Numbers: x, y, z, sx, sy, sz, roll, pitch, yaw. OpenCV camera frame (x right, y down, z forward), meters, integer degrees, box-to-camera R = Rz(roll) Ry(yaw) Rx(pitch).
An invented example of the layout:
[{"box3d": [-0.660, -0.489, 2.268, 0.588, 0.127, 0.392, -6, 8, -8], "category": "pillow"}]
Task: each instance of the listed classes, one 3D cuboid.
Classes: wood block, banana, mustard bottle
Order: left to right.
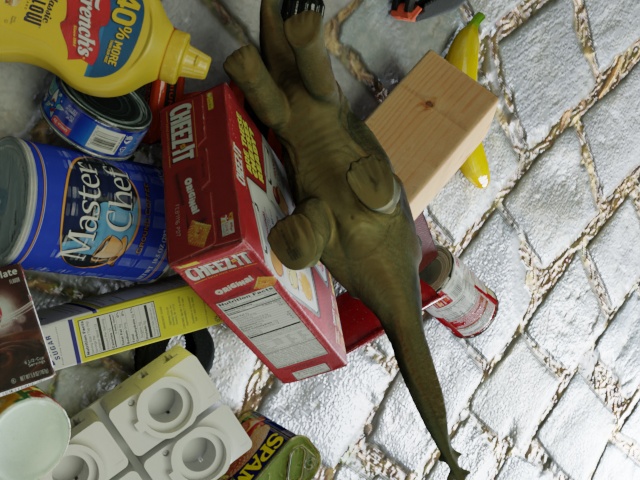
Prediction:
[{"box3d": [-0.176, -0.161, 0.805, 0.191, 0.058, 0.096, 19, 85, -6], "category": "mustard bottle"}, {"box3d": [0.076, -0.076, 1.061, 0.206, 0.091, 0.090, -48, 168, -18], "category": "wood block"}, {"box3d": [0.162, -0.146, 1.168, 0.069, 0.037, 0.198, -16, 113, -34], "category": "banana"}]

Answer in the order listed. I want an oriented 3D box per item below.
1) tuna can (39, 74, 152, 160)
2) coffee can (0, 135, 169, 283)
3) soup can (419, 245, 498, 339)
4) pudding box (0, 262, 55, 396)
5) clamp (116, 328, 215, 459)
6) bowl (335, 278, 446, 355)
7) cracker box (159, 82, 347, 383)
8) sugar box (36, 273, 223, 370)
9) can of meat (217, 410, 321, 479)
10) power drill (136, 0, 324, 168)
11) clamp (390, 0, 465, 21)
[{"box3d": [-0.180, -0.105, 0.861, 0.085, 0.086, 0.034, 12, 126, -41], "category": "tuna can"}, {"box3d": [-0.196, -0.022, 0.864, 0.140, 0.103, 0.103, 9, 97, -41], "category": "coffee can"}, {"box3d": [0.145, 0.058, 1.194, 0.102, 0.069, 0.068, 40, 77, -39], "category": "soup can"}, {"box3d": [-0.262, 0.076, 0.783, 0.113, 0.039, 0.090, -17, 82, -19], "category": "pudding box"}, {"box3d": [-0.131, 0.138, 1.006, 0.120, 0.039, 0.171, 12, 95, -41], "category": "clamp"}, {"box3d": [0.046, 0.075, 1.088, 0.161, 0.162, 0.055, -27, 82, -31], "category": "bowl"}, {"box3d": [-0.056, 0.001, 0.894, 0.072, 0.164, 0.213, -20, 142, 13], "category": "cracker box"}, {"box3d": [-0.175, 0.069, 0.896, 0.176, 0.093, 0.048, -17, 99, -27], "category": "sugar box"}, {"box3d": [-0.064, 0.226, 1.059, 0.102, 0.084, 0.057, -48, 127, -19], "category": "can of meat"}, {"box3d": [-0.079, -0.147, 0.954, 0.187, 0.057, 0.184, 2, 101, -40], "category": "power drill"}, {"box3d": [0.138, -0.313, 1.099, 0.209, 0.036, 0.164, -47, 128, -19], "category": "clamp"}]
